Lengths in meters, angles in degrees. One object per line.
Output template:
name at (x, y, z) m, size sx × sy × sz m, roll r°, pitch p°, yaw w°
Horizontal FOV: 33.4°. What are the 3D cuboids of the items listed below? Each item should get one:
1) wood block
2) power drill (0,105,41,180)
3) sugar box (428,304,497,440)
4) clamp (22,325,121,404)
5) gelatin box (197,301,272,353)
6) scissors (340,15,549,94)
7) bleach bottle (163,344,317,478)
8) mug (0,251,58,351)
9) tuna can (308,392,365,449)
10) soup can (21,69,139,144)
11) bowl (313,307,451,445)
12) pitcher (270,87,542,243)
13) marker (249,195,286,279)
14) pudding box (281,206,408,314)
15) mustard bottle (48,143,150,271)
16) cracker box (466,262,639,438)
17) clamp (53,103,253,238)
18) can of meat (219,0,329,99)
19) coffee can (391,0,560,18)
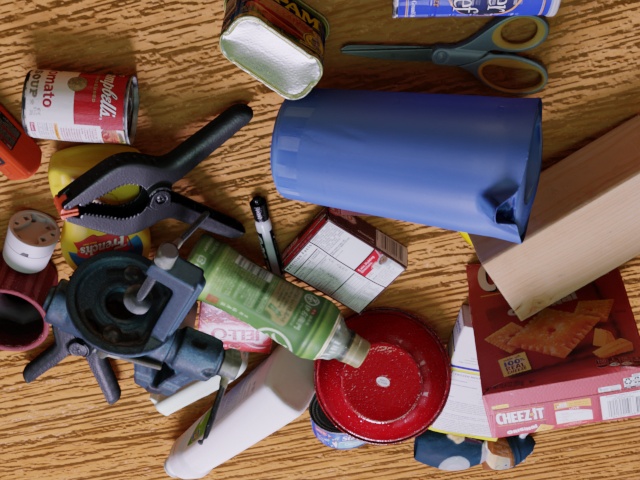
wood block at (0.260, -0.022, 1.072) m, size 0.206 × 0.090 × 0.090 m, roll -32°, pitch 122°, yaw 11°
power drill at (-0.384, -0.063, 1.112) m, size 0.188 × 0.057 × 0.184 m, roll -26°, pitch 123°, yaw 21°
sugar box at (0.190, 0.160, 1.273) m, size 0.093 × 0.048 × 0.176 m, roll 10°, pitch 124°, yaw -6°
clamp at (-0.294, 0.122, 1.268) m, size 0.120 × 0.039 × 0.171 m, roll 5°, pitch 122°, yaw -8°
gelatin box at (-0.097, 0.093, 1.241) m, size 0.089 × 0.030 × 0.073 m, roll 7°, pitch 129°, yaw -3°
scissors at (0.129, -0.192, 1.015) m, size 0.201 × 0.016 × 0.096 m, roll 15°, pitch 126°, yaw -9°
bleach bottle at (-0.109, 0.224, 1.314) m, size 0.068 × 0.102 × 0.251 m, roll 43°, pitch 126°, yaw -11°
mug at (-0.352, 0.067, 1.198) m, size 0.117 × 0.081 × 0.093 m, roll -16°, pitch 126°, yaw 14°
tuna can at (0.030, 0.211, 1.294) m, size 0.086 × 0.086 × 0.034 m, roll -4°, pitch 130°, yaw 6°
soup can at (-0.234, -0.131, 1.045) m, size 0.102 × 0.068 × 0.068 m, roll 4°, pitch 128°, yaw 0°
bowl at (0.070, 0.159, 1.217) m, size 0.162 × 0.055 × 0.162 m, roll 0°, pitch 91°, yaw 5°
pitcher at (0.085, -0.083, 1.003) m, size 0.243 × 0.145 × 0.149 m, roll 9°, pitch 172°, yaw 15°
marker at (-0.058, 0.001, 1.174) m, size 0.020 × 0.020 × 0.121 m, roll -7°, pitch 128°, yaw 7°
pudding box at (0.027, 0.021, 1.174) m, size 0.113 × 0.039 × 0.090 m, roll 32°, pitch 123°, yaw -19°
mustard bottle at (-0.232, -0.010, 1.147) m, size 0.096 × 0.058 × 0.192 m, roll -4°, pitch 129°, yaw -7°
cracker box at (0.243, 0.096, 1.112) m, size 0.164 × 0.213 × 0.072 m, roll -11°, pitch 125°, yaw 10°
clamp at (-0.162, -0.046, 1.088) m, size 0.209 × 0.036 × 0.164 m, roll -18°, pitch 133°, yaw -18°
can of meat at (-0.043, -0.187, 0.982) m, size 0.102 × 0.084 × 0.058 m, roll 32°, pitch 123°, yaw -21°
coffee can at (0.132, -0.244, 0.918) m, size 0.140 × 0.102 × 0.103 m, roll 0°, pitch 128°, yaw 3°
